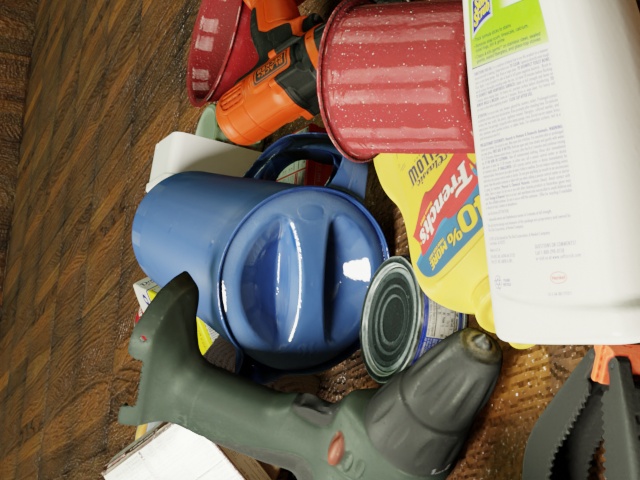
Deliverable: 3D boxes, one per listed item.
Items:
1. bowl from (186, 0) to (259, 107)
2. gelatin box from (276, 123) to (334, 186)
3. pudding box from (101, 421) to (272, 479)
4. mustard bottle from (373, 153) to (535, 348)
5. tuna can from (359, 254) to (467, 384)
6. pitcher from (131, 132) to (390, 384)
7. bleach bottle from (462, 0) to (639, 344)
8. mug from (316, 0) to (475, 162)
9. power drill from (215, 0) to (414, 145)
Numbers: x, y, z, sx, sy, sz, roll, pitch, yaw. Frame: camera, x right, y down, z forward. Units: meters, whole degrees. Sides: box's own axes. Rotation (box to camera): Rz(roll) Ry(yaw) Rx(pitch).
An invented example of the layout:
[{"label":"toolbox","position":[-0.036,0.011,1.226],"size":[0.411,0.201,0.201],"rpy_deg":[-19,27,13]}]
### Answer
[{"label":"bowl","position":[-0.087,-0.210,1.099],"size":[0.162,0.055,0.162],"rpy_deg":[-169,90,-67]},{"label":"gelatin box","position":[-0.017,-0.053,0.910],"size":[0.089,0.030,0.073],"rpy_deg":[-17,65,62]},{"label":"pudding box","position":[-0.088,0.180,0.764],"size":[0.090,0.113,0.039],"rpy_deg":[-37,4,15]},{"label":"mustard bottle","position":[0.088,-0.016,0.612],"size":[0.096,0.058,0.191],"rpy_deg":[-49,37,30]},{"label":"tuna can","position":[0.058,0.053,0.688],"size":[0.086,0.033,0.086],"rpy_deg":[-171,90,-67]},{"label":"pitcher","position":[-0.055,0.001,0.827],"size":[0.243,0.149,0.145],"rpy_deg":[20,129,61]},{"label":"bleach bottle","position":[0.111,-0.081,0.489],"size":[0.103,0.067,0.251],"rpy_deg":[-8,89,59]},{"label":"mug","position":[0.062,-0.095,0.586],"size":[0.082,0.093,0.117],"rpy_deg":[4,39,33]},{"label":"power drill","position":[-0.006,-0.181,0.855],"size":[0.185,0.057,0.187],"rpy_deg":[-28,41,26]}]
